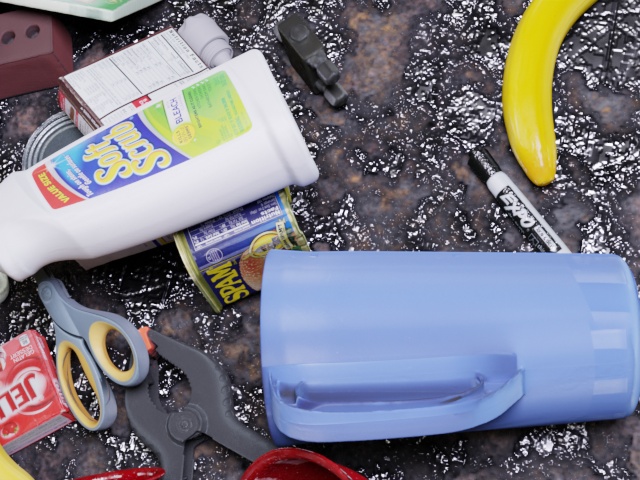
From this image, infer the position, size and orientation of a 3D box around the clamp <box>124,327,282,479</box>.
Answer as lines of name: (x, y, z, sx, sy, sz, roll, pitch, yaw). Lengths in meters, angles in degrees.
clamp: (-0.097, 0.144, 0.760, 0.120, 0.039, 0.171, -37, 67, -8)

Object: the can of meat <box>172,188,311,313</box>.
can of meat: (-0.055, 0.001, 0.775, 0.084, 0.102, 0.057, -23, 65, -1)

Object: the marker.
marker: (0.148, -0.023, 0.788, 0.020, 0.020, 0.121, -33, 66, -3)

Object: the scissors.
scissors: (-0.181, 0.038, 0.777, 0.096, 0.016, 0.202, -26, 79, 33)

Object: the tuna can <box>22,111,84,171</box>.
tuna can: (-0.194, -0.062, 0.864, 0.086, 0.033, 0.086, -4, 68, 9)

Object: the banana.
banana: (0.177, -0.137, 0.819, 0.070, 0.037, 0.197, 19, 73, 18)

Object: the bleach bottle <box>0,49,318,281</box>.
bleach bottle: (-0.134, -0.033, 0.719, 0.251, 0.068, 0.102, -26, 51, 2)

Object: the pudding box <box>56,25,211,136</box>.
pudding box: (-0.137, -0.111, 0.845, 0.113, 0.039, 0.090, -31, 70, -31)

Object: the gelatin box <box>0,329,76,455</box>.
gelatin box: (-0.237, 0.120, 0.800, 0.089, 0.030, 0.073, -28, 67, 0)

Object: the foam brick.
foam brick: (-0.254, -0.159, 0.905, 0.078, 0.051, 0.053, -12, 66, 6)

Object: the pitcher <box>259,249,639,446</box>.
pitcher: (0.082, 0.072, 0.700, 0.243, 0.145, 0.149, -3, 65, 7)
